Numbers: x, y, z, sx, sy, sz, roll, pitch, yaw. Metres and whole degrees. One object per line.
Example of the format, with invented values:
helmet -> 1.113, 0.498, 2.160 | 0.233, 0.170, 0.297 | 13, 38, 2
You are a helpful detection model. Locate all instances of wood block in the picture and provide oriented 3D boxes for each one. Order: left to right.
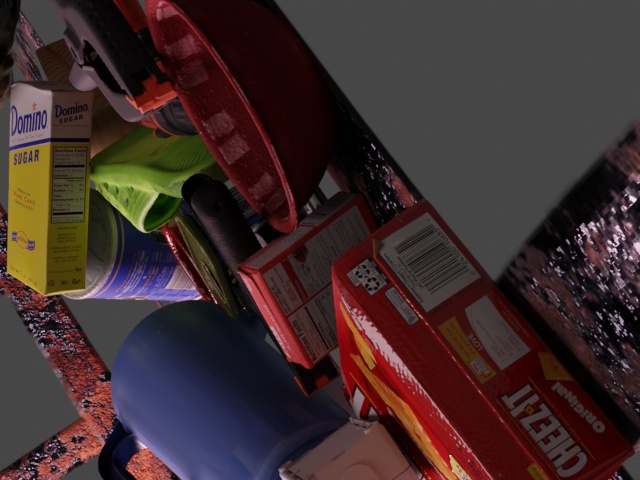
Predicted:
wood block -> -0.203, -0.114, 1.066 | 0.206, 0.090, 0.091 | 86, 158, -65

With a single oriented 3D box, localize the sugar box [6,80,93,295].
sugar box -> -0.238, -0.048, 0.931 | 0.093, 0.048, 0.176 | 18, 110, 51

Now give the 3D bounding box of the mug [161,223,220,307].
mug -> -0.080, 0.000, 0.925 | 0.093, 0.081, 0.117 | 53, 167, 18

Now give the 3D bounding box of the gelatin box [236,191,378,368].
gelatin box -> 0.002, 0.023, 0.662 | 0.030, 0.089, 0.073 | 13, 136, 58

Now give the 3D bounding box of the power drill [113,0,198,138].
power drill -> -0.140, -0.163, 0.801 | 0.187, 0.057, 0.185 | 64, 162, -17

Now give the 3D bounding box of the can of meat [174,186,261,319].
can of meat -> -0.055, 0.001, 0.833 | 0.057, 0.084, 0.102 | 48, 164, 34

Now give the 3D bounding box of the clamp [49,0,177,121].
clamp -> -0.159, -0.147, 0.730 | 0.210, 0.036, 0.164 | 40, 156, 50

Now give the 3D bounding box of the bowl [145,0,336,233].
bowl -> -0.039, -0.086, 0.630 | 0.162, 0.055, 0.162 | 53, 166, 18

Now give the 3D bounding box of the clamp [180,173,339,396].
clamp -> -0.040, 0.026, 0.698 | 0.171, 0.039, 0.120 | 56, 180, -2

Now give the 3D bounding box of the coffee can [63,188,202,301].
coffee can -> -0.177, 0.006, 1.024 | 0.140, 0.103, 0.103 | 5, -144, -49

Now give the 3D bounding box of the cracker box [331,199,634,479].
cracker box -> 0.078, 0.098, 0.603 | 0.164, 0.072, 0.214 | 52, 167, 22

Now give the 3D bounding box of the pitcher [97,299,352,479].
pitcher -> -0.065, 0.148, 0.803 | 0.243, 0.144, 0.149 | 26, 109, 57
